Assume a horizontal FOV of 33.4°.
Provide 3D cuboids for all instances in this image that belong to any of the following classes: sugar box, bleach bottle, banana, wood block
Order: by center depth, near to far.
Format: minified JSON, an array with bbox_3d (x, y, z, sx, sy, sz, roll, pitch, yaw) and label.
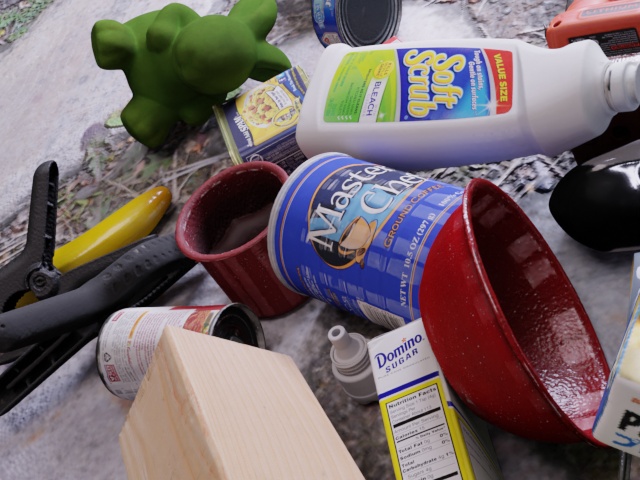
[{"bbox_3d":[0.072,0.136,0.566,0.048,0.093,0.176,-26,40,10],"label":"sugar box"},{"bbox_3d":[-0.043,0.138,0.587,0.090,0.090,0.206,-66,25,13],"label":"wood block"},{"bbox_3d":[0.103,-0.099,0.730,0.251,0.068,0.102,-2,59,40],"label":"bleach bottle"},{"bbox_3d":[-0.215,0.013,0.914,0.198,0.037,0.069,-24,44,11],"label":"banana"}]

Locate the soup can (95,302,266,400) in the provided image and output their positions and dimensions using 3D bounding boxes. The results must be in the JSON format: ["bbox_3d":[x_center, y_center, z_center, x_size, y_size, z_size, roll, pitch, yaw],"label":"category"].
[{"bbox_3d":[-0.099,0.079,0.752,0.102,0.068,0.068,-4,49,31],"label":"soup can"}]

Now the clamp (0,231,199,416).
[{"bbox_3d":[-0.166,0.047,0.789,0.209,0.165,0.036,-36,80,-22],"label":"clamp"}]

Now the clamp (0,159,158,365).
[{"bbox_3d":[-0.225,0.023,0.867,0.120,0.039,0.171,44,92,14],"label":"clamp"}]

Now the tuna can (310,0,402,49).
[{"bbox_3d":[0.031,-0.201,0.923,0.034,0.086,0.086,12,58,42],"label":"tuna can"}]

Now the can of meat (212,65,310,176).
[{"bbox_3d":[-0.034,-0.091,0.883,0.084,0.057,0.102,-28,41,4],"label":"can of meat"}]

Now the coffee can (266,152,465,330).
[{"bbox_3d":[0.049,0.005,0.699,0.141,0.102,0.102,20,63,43],"label":"coffee can"}]

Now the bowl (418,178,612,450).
[{"bbox_3d":[0.102,0.049,0.588,0.055,0.162,0.162,-30,39,24],"label":"bowl"}]

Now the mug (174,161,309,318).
[{"bbox_3d":[-0.055,0.001,0.788,0.117,0.081,0.093,12,58,40],"label":"mug"}]
